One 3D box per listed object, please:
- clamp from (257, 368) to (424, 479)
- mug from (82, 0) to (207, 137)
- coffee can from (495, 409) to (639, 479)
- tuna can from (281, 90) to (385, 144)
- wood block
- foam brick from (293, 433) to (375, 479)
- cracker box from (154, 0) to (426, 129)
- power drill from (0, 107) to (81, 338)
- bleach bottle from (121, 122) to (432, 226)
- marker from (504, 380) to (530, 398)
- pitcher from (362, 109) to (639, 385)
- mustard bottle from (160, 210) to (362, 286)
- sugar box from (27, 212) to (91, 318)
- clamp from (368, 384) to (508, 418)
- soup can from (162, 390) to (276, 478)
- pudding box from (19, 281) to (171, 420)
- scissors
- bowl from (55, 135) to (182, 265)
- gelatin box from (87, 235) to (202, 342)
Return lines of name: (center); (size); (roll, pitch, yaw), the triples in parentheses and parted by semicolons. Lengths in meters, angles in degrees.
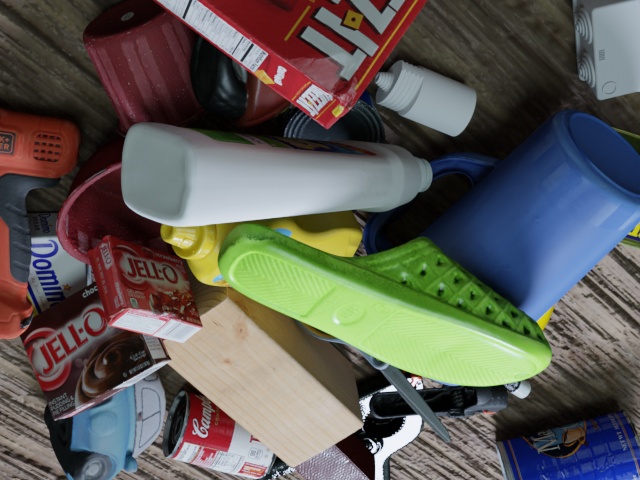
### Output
clamp: (0.036, 0.205, 1.111); (0.164, 0.036, 0.210); (17, 120, -16)
mug: (-0.119, -0.142, 0.815); (0.117, 0.093, 0.081); (-30, 122, -14)
coffee can: (0.267, 0.246, 1.129); (0.140, 0.103, 0.103); (-16, 126, 4)
tuna can: (0.010, -0.091, 0.894); (0.086, 0.034, 0.086); (-3, 126, -4)
wood block: (-0.058, 0.109, 0.997); (0.090, 0.091, 0.206); (-33, 123, 17)
foam brick: (0.012, 0.219, 1.069); (0.053, 0.051, 0.078); (-35, 109, 17)
cracker box: (-0.028, -0.205, 0.702); (0.213, 0.072, 0.164); (36, 79, -8)
power drill: (-0.294, -0.020, 0.859); (0.184, 0.057, 0.188); (7, 102, -9)
bleach bottle: (-0.019, -0.051, 0.818); (0.250, 0.103, 0.068); (-3, 105, -39)
marker: (0.165, 0.128, 1.081); (0.121, 0.020, 0.020); (31, 117, -26)
pitcher: (0.153, -0.002, 0.902); (0.149, 0.145, 0.243); (21, 129, -27)
mustard bottle: (-0.056, 0.001, 0.886); (0.096, 0.058, 0.191); (-41, 152, 29)
sugar box: (-0.292, 0.024, 0.935); (0.176, 0.048, 0.093); (-1, 126, -5)
clamp: (0.140, 0.152, 1.030); (0.120, 0.039, 0.171); (-9, 171, 38)
soup can: (-0.099, 0.195, 1.070); (0.102, 0.068, 0.069); (18, 122, -19)
pudding box: (-0.195, 0.090, 0.916); (0.114, 0.090, 0.039); (-29, 169, 14)
scissors: (0.059, 0.087, 0.973); (0.202, 0.016, 0.096); (34, 101, 15)
bowl: (-0.141, -0.042, 0.878); (0.162, 0.055, 0.162); (-15, 150, -9)
gelatin box: (-0.144, 0.040, 0.881); (0.030, 0.073, 0.089); (-37, 146, 24)
